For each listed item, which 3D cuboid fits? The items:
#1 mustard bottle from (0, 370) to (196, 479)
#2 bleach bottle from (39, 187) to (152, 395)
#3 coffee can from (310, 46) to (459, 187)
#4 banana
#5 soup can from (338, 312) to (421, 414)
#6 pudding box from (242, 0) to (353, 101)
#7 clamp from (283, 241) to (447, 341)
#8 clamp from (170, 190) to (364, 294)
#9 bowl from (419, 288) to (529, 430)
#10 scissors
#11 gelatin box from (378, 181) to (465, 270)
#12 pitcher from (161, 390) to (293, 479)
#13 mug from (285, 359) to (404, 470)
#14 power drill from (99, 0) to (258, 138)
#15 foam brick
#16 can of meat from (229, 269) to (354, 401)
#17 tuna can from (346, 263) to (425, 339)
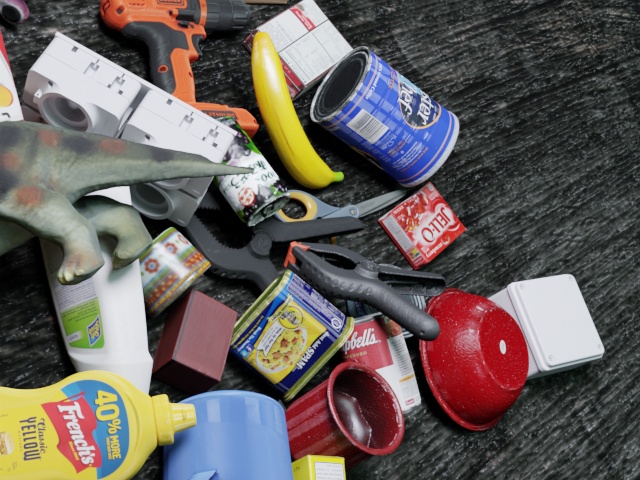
[{"bbox_3d":[-0.196,0.155,0.856,0.191,0.058,0.096,-7,77,-12],"label":"mustard bottle"},{"bbox_3d":[-0.200,0.053,0.946,0.067,0.103,0.251,1,73,-44],"label":"bleach bottle"},{"bbox_3d":[0.074,-0.140,1.224,0.140,0.103,0.102,33,50,-24],"label":"coffee can"},{"bbox_3d":[-0.035,-0.127,1.158,0.197,0.037,0.069,63,26,-26],"label":"banana"},{"bbox_3d":[0.057,0.127,1.082,0.068,0.069,0.102,-14,87,-40],"label":"soup can"},{"bbox_3d":[-0.024,-0.227,1.257,0.090,0.039,0.113,51,50,-3],"label":"pudding box"},{"bbox_3d":[0.051,0.039,1.072,0.171,0.039,0.120,26,19,9],"label":"clamp"},{"bbox_3d":[-0.057,0.001,1.096,0.210,0.036,0.164,34,61,-11],"label":"clamp"},{"bbox_3d":[0.180,0.124,1.171,0.161,0.055,0.162,21,59,-40],"label":"bowl"},{"bbox_3d":[0.017,-0.041,1.196,0.096,0.016,0.201,50,48,-3],"label":"scissors"},{"bbox_3d":[0.120,-0.018,1.248,0.089,0.030,0.073,-36,89,-42],"label":"gelatin box"},{"bbox_3d":[-0.078,0.250,0.883,0.144,0.149,0.243,11,56,-28],"label":"pitcher"},{"bbox_3d":[0.019,0.164,1.014,0.093,0.082,0.117,33,41,-23],"label":"mug"},{"bbox_3d":[-0.132,-0.189,1.148,0.184,0.057,0.188,-7,68,-38],"label":"power drill"},{"bbox_3d":[-0.118,0.096,0.997,0.051,0.053,0.078,27,53,-21],"label":"foam brick"},{"bbox_3d":[-0.032,0.090,1.031,0.084,0.102,0.057,40,16,-7],"label":"can of meat"},{"bbox_3d":[0.071,0.071,1.159,0.086,0.034,0.086,17,57,-28],"label":"tuna can"}]
